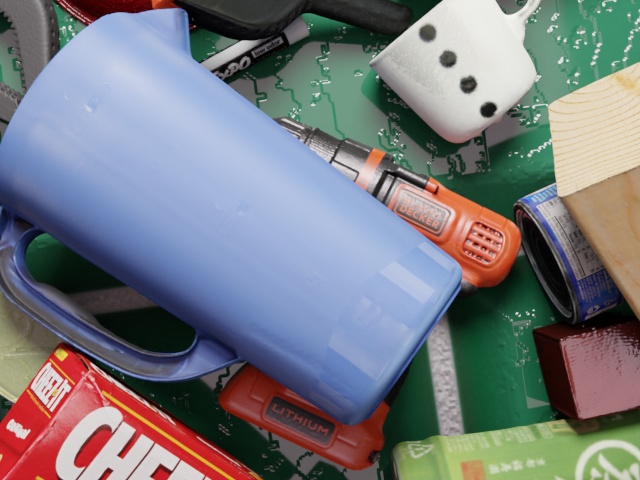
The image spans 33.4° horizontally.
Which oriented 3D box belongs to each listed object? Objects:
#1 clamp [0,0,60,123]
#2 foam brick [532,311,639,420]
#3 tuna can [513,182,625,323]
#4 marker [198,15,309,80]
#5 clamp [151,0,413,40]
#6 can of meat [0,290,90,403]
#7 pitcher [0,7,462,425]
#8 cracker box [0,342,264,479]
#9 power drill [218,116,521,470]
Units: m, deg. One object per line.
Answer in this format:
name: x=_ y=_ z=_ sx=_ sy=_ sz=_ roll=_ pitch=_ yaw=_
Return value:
clamp: x=-0.223 y=-0.165 z=0.675 sx=0.164 sy=0.036 sz=0.210 roll=-39 pitch=90 yaw=9
foam brick: x=0.168 y=0.076 z=0.659 sx=0.053 sy=0.078 sz=0.051 roll=-13 pitch=90 yaw=-2
tuna can: x=0.152 y=0.007 z=0.658 sx=0.034 sy=0.086 sz=0.086 roll=-25 pitch=89 yaw=-1
marker: x=-0.064 y=-0.113 z=0.691 sx=0.121 sy=0.020 sz=0.020 roll=-28 pitch=89 yaw=-2
clamp: x=-0.027 y=-0.178 z=0.659 sx=0.171 sy=0.039 sz=0.120 roll=-12 pitch=77 yaw=-33
can of meat: x=-0.190 y=0.051 z=0.649 sx=0.102 sy=0.084 sz=0.057 roll=34 pitch=87 yaw=0
pitcher: x=-0.054 y=0.001 z=0.590 sx=0.243 sy=0.144 sz=0.149 roll=35 pitch=130 yaw=7
cracker box: x=-0.137 y=0.192 z=0.591 sx=0.164 sy=0.072 sz=0.213 roll=40 pitch=80 yaw=-27
power drill: x=0.009 y=0.033 z=0.668 sx=0.184 sy=0.057 sz=0.187 roll=26 pitch=89 yaw=5
